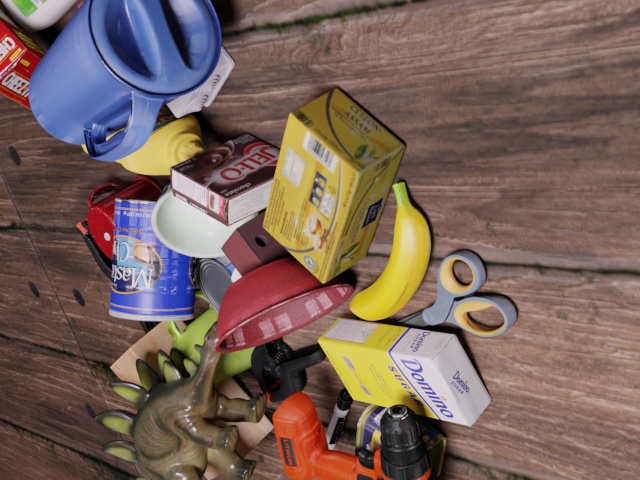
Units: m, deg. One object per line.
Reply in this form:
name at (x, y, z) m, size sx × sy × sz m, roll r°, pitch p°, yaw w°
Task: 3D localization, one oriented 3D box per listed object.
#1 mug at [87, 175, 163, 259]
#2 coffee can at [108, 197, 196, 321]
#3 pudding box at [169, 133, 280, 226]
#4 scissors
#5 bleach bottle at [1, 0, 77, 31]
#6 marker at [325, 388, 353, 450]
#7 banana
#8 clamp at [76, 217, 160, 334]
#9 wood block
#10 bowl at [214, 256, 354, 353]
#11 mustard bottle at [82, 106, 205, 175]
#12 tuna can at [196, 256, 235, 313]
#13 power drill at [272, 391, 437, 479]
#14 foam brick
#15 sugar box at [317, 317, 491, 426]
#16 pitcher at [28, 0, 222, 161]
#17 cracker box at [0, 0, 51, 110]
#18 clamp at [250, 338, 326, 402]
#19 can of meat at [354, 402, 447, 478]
mug at (-0.251, -0.032, 1.370) m, size 0.117 × 0.081 × 0.093 m, roll 41°, pitch 143°, yaw 22°
coffee can at (-0.199, 0.021, 1.282) m, size 0.103 × 0.102 × 0.140 m, roll 8°, pitch 95°, yaw 49°
pudding box at (-0.085, -0.065, 1.107) m, size 0.090 × 0.113 × 0.039 m, roll 28°, pitch 134°, yaw 36°
scissors at (0.110, 0.055, 1.046) m, size 0.202 × 0.016 × 0.096 m, roll -2°, pitch 112°, yaw 54°
bleach bottle at (-0.293, -0.327, 1.203) m, size 0.251 × 0.068 × 0.102 m, roll -23°, pitch 102°, yaw 54°
marker at (0.021, 0.216, 1.285) m, size 0.020 × 0.020 × 0.121 m, roll 42°, pitch 143°, yaw 21°
banana at (0.072, 0.031, 1.059) m, size 0.198 × 0.037 × 0.070 m, roll 109°, pitch 149°, yaw -47°
clamp at (-0.266, 0.054, 1.500) m, size 0.210 × 0.036 × 0.165 m, roll 45°, pitch 144°, yaw 12°
wood block at (-0.172, 0.210, 1.437) m, size 0.206 × 0.090 × 0.091 m, roll 49°, pitch 145°, yaw -1°
bowl at (-0.048, 0.061, 1.133) m, size 0.055 × 0.161 × 0.162 m, roll 65°, pitch 148°, yaw 14°
mustard bottle at (-0.189, -0.114, 1.200) m, size 0.192 × 0.096 × 0.058 m, roll 23°, pitch 136°, yaw 46°
tuna can at (-0.112, 0.053, 1.307) m, size 0.086 × 0.033 × 0.086 m, roll 32°, pitch 139°, yaw 33°
power drill at (0.037, 0.226, 1.135) m, size 0.188 × 0.057 × 0.184 m, roll 18°, pitch 131°, yaw 37°
foam brick at (-0.058, 0.001, 1.158) m, size 0.053 × 0.078 × 0.051 m, roll 52°, pitch 144°, yaw 7°
sugar box at (0.083, 0.134, 1.105) m, size 0.177 × 0.048 × 0.093 m, roll 5°, pitch 132°, yaw 53°
pitcher at (-0.210, -0.166, 1.073) m, size 0.145 × 0.149 × 0.243 m, roll 53°, pitch 149°, yaw -11°
cracker box at (-0.407, -0.254, 1.322) m, size 0.214 × 0.072 × 0.164 m, roll 46°, pitch -175°, yaw 17°
clamp at (-0.056, 0.136, 1.299) m, size 0.120 × 0.039 × 0.172 m, roll 48°, pitch 145°, yaw 17°
can of meat at (0.088, 0.233, 1.181) m, size 0.084 × 0.057 × 0.102 m, roll 32°, pitch 139°, yaw 30°
